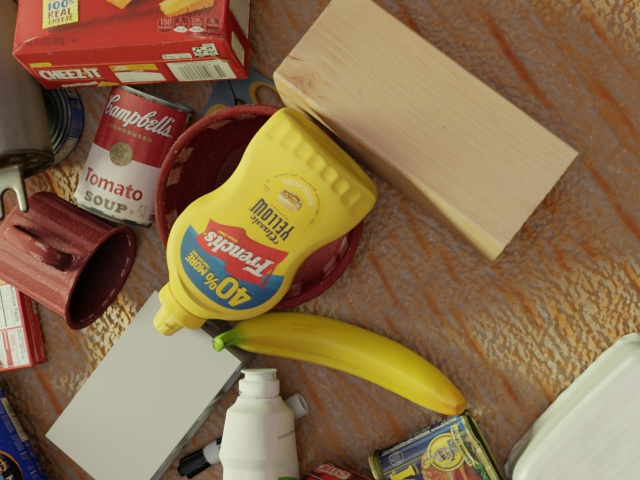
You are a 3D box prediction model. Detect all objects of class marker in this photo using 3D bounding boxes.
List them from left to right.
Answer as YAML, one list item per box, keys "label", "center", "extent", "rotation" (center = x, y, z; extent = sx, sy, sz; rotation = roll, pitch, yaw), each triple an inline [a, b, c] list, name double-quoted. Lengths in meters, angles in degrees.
- label: "marker"
  center: [-0.065, 0.161, 0.869]
  extent: [0.121, 0.020, 0.020]
  rotation: [-31, 86, 10]

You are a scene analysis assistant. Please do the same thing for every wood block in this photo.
- label: "wood block"
  center: [0.076, -0.084, 0.792]
  extent: [0.206, 0.090, 0.091]
  rotation: [38, 87, 8]

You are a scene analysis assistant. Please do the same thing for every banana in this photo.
- label: "banana"
  center: [0.016, 0.091, 0.828]
  extent: [0.198, 0.069, 0.037]
  rotation: [13, 126, 0]

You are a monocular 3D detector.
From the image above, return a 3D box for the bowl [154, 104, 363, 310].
- label: "bowl"
  center: [-0.044, -0.029, 0.830]
  extent: [0.162, 0.055, 0.162]
  rotation: [2, 106, 8]

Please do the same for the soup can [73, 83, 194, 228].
- label: "soup can"
  center: [-0.150, -0.069, 0.852]
  extent: [0.068, 0.068, 0.102]
  rotation: [22, 97, 9]

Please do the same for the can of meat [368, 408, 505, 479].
- label: "can of meat"
  center: [0.098, 0.191, 0.821]
  extent: [0.084, 0.057, 0.102]
  rotation: [-28, 87, 8]

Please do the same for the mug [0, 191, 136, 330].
- label: "mug"
  center: [-0.210, 0.011, 0.845]
  extent: [0.081, 0.117, 0.093]
  rotation: [28, 89, 13]

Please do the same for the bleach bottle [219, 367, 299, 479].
- label: "bleach bottle"
  center: [-0.043, 0.224, 0.826]
  extent: [0.068, 0.102, 0.251]
  rotation: [0, 91, 13]

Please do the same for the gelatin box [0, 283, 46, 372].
- label: "gelatin box"
  center: [-0.282, 0.076, 0.902]
  extent: [0.089, 0.030, 0.073]
  rotation: [-11, 89, 11]

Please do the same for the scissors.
- label: "scissors"
  center: [-0.087, -0.142, 0.863]
  extent: [0.096, 0.016, 0.202]
  rotation: [-34, 86, 8]

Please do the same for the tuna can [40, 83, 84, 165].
- label: "tuna can"
  center: [-0.241, -0.102, 0.885]
  extent: [0.086, 0.033, 0.086]
  rotation: [0, 92, 11]

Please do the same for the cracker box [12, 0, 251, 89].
- label: "cracker box"
  center: [-0.136, -0.228, 0.813]
  extent: [0.164, 0.072, 0.213]
  rotation: [-1, 74, 10]

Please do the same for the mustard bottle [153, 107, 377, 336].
- label: "mustard bottle"
  center: [-0.055, 0.001, 0.780]
  extent: [0.096, 0.058, 0.192]
  rotation: [42, 107, -10]
